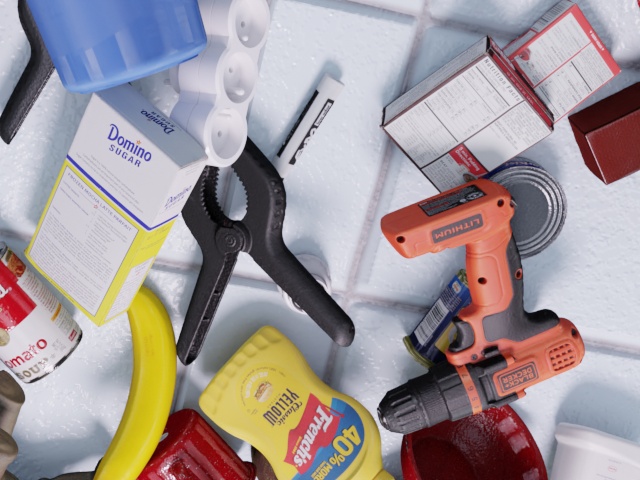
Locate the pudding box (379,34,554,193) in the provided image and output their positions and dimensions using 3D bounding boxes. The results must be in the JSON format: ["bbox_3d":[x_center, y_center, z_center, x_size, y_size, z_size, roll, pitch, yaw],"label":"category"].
[{"bbox_3d":[0.119,-0.098,0.866,0.114,0.039,0.090,-33,112,27],"label":"pudding box"}]

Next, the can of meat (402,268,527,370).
[{"bbox_3d":[0.139,0.086,0.949,0.102,0.057,0.084,32,103,-17],"label":"can of meat"}]

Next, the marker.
[{"bbox_3d":[-0.019,-0.082,0.883,0.020,0.020,0.121,29,106,-17],"label":"marker"}]

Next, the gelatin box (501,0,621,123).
[{"bbox_3d":[0.190,-0.142,0.879,0.089,0.030,0.073,-38,112,9],"label":"gelatin box"}]

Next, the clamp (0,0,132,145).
[{"bbox_3d":[-0.182,-0.150,0.827,0.120,0.039,0.171,6,110,-14],"label":"clamp"}]

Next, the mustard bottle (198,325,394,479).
[{"bbox_3d":[-0.006,0.168,0.912,0.192,0.058,0.096,41,81,13],"label":"mustard bottle"}]

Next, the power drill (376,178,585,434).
[{"bbox_3d":[0.112,0.057,0.877,0.184,0.057,0.187,-22,112,-5],"label":"power drill"}]

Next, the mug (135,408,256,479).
[{"bbox_3d":[-0.115,0.206,0.937,0.093,0.117,0.081,-41,106,-3],"label":"mug"}]

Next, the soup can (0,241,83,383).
[{"bbox_3d":[-0.255,0.061,0.885,0.068,0.068,0.102,-34,112,7],"label":"soup can"}]

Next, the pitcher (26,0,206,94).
[{"bbox_3d":[-0.156,-0.234,0.734,0.149,0.145,0.243,-16,104,6],"label":"pitcher"}]

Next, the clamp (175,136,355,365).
[{"bbox_3d":[-0.056,0.001,0.871,0.165,0.036,0.210,-2,99,23],"label":"clamp"}]

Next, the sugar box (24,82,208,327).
[{"bbox_3d":[-0.161,-0.026,0.829,0.093,0.048,0.176,41,123,11],"label":"sugar box"}]

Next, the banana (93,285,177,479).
[{"bbox_3d":[-0.157,0.124,0.908,0.069,0.037,0.198,4,83,-20],"label":"banana"}]

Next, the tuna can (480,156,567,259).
[{"bbox_3d":[0.166,-0.028,0.919,0.086,0.034,0.086,-2,112,-6],"label":"tuna can"}]

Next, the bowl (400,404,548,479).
[{"bbox_3d":[0.128,0.208,0.963,0.162,0.162,0.055,30,134,-17],"label":"bowl"}]
